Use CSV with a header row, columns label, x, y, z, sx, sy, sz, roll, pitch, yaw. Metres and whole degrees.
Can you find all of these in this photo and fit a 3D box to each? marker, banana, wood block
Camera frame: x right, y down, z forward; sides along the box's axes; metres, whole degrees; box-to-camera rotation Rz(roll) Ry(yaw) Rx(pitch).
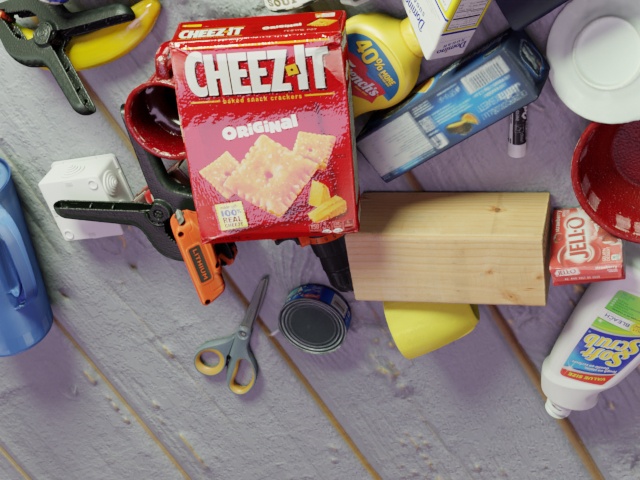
label,x,y,z,sx,sy,sz,roll,pitch,yaw
marker,0.198,-0.139,1.067,0.020,0.020,0.121,5,125,15
banana,-0.256,-0.217,1.147,0.198,0.037,0.069,-2,124,19
wood block,0.140,0.007,1.146,0.206,0.090,0.090,1,124,18

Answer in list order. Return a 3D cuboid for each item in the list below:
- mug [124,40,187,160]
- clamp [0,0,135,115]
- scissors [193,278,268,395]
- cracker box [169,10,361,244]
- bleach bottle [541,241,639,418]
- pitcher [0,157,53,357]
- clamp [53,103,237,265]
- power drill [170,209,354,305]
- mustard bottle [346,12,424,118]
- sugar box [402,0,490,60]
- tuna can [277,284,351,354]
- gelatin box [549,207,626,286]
label,x,y,z,sx,sy,sz,roll,pitch,yaw
mug,-0.152,-0.155,1.129,0.093,0.081,0.117,1,125,17
clamp,-0.279,-0.202,1.116,0.172,0.039,0.120,16,85,25
scissors,-0.115,0.117,1.355,0.096,0.016,0.202,12,127,10
cracker box,-0.049,-0.106,1.041,0.164,0.072,0.214,-3,119,5
bleach bottle,0.320,0.114,1.184,0.102,0.068,0.251,21,131,2
pitcher,-0.407,0.028,1.313,0.145,0.149,0.243,-9,127,2
clamp,-0.178,-0.046,1.197,0.210,0.036,0.165,29,118,-7
power drill,-0.058,0.001,1.177,0.187,0.057,0.184,-23,109,-7
mustard bottle,0.041,-0.172,1.070,0.192,0.058,0.096,-26,108,31
sugar box,0.118,-0.245,0.931,0.048,0.093,0.176,-14,160,-14
tuna can,-0.006,0.095,1.293,0.086,0.033,0.086,9,127,12
gelatin box,0.276,0.004,1.099,0.073,0.089,0.030,-5,133,22
